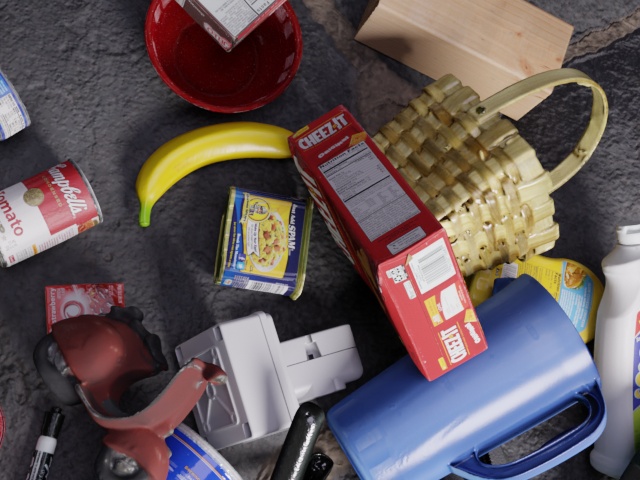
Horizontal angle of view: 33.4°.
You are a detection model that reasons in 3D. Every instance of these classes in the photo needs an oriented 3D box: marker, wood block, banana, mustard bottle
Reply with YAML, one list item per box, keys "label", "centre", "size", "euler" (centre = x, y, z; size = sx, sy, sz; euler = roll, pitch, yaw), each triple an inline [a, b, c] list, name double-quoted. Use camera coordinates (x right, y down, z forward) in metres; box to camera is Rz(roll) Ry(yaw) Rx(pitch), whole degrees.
- label: "marker"
  centre: [-0.256, 0.211, 0.969]
  size: [0.020, 0.020, 0.121]
  euler: [16, 73, -11]
- label: "wood block"
  centre: [0.154, -0.225, 1.153]
  size: [0.206, 0.091, 0.090]
  euler: [25, 71, -8]
- label: "banana"
  centre: [-0.109, -0.082, 1.076]
  size: [0.197, 0.037, 0.069]
  euler: [-26, 96, -19]
- label: "mustard bottle"
  centre: [0.241, 0.063, 1.121]
  size: [0.191, 0.058, 0.096]
  euler: [19, 69, -10]

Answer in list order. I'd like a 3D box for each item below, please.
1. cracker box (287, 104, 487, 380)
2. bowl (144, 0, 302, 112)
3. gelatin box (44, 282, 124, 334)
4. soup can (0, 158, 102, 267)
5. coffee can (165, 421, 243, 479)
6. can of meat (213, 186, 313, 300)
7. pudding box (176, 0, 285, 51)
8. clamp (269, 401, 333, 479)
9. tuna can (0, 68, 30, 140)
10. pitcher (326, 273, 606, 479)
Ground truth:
- label: "cracker box"
  centre: [0.058, 0.000, 0.978]
  size: [0.072, 0.164, 0.214]
  euler: [-30, 43, -4]
- label: "bowl"
  centre: [-0.103, -0.199, 1.095]
  size: [0.162, 0.055, 0.162]
  euler: [4, 75, -14]
- label: "gelatin box"
  centre: [-0.220, 0.086, 1.004]
  size: [0.073, 0.030, 0.089]
  euler: [-2, 77, -16]
- label: "soup can"
  centre: [-0.266, -0.026, 1.001]
  size: [0.102, 0.069, 0.068]
  euler: [-28, 85, -19]
- label: "coffee can"
  centre: [-0.145, 0.243, 0.947]
  size: [0.103, 0.103, 0.140]
  euler: [45, 70, -1]
- label: "can of meat"
  centre: [-0.057, 0.001, 1.057]
  size: [0.084, 0.057, 0.102]
  euler: [10, 73, -11]
- label: "pudding box"
  centre: [-0.097, -0.258, 1.061]
  size: [0.113, 0.039, 0.090]
  euler: [46, 69, -3]
- label: "clamp"
  centre: [-0.042, 0.255, 0.949]
  size: [0.036, 0.164, 0.210]
  euler: [23, 73, 16]
- label: "tuna can"
  centre: [-0.312, -0.137, 1.006]
  size: [0.033, 0.086, 0.086]
  euler: [-35, 87, -19]
- label: "pitcher"
  centre: [0.137, 0.154, 1.006]
  size: [0.243, 0.149, 0.145]
  euler: [-32, 101, -4]
